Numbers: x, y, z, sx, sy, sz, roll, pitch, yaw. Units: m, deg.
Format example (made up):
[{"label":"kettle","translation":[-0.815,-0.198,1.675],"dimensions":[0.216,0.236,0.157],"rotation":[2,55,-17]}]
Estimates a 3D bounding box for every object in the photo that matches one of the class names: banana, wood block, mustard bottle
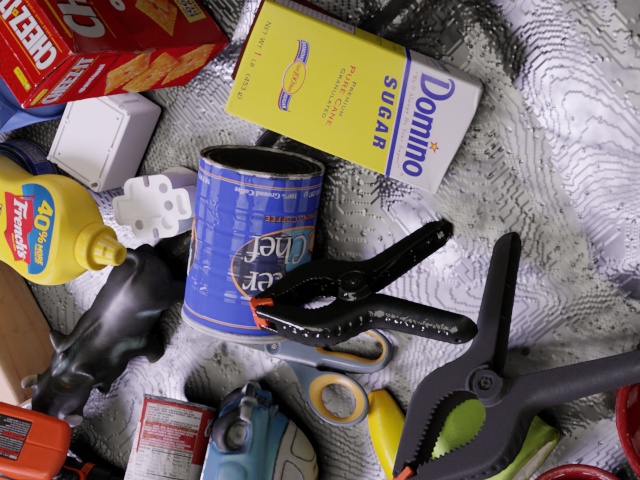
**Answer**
[{"label":"banana","translation":[0.105,0.207,0.885],"dimensions":[0.198,0.037,0.069],"rotation":[37,84,11]},{"label":"wood block","translation":[-0.340,0.070,1.033],"dimensions":[0.091,0.090,0.206],"rotation":[-30,88,26]},{"label":"mustard bottle","translation":[-0.247,-0.013,0.937],"dimensions":[0.192,0.058,0.096],"rotation":[18,102,28]}]

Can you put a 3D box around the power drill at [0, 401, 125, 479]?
[{"label":"power drill","translation":[-0.244,0.209,0.971],"dimensions":[0.184,0.188,0.057],"rotation":[11,63,8]}]

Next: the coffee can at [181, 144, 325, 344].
[{"label":"coffee can","translation":[-0.056,0.001,0.875],"dimensions":[0.103,0.102,0.140],"rotation":[15,107,22]}]

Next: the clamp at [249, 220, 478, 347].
[{"label":"clamp","translation":[0.035,0.048,0.809],"dimensions":[0.171,0.120,0.039],"rotation":[-18,128,-2]}]

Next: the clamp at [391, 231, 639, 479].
[{"label":"clamp","translation":[0.136,0.110,0.773],"dimensions":[0.165,0.036,0.210],"rotation":[34,85,41]}]

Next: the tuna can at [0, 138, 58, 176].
[{"label":"tuna can","translation":[-0.292,-0.052,1.014],"dimensions":[0.086,0.033,0.086],"rotation":[6,104,24]}]

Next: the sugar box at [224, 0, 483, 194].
[{"label":"sugar box","translation":[0.026,-0.110,0.809],"dimensions":[0.176,0.048,0.093],"rotation":[21,111,-4]}]

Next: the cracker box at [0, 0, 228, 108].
[{"label":"cracker box","translation":[-0.188,-0.195,0.833],"dimensions":[0.072,0.213,0.164],"rotation":[-39,84,27]}]

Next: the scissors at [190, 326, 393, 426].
[{"label":"scissors","translation":[-0.032,0.112,0.924],"dimensions":[0.202,0.016,0.096],"rotation":[-4,77,26]}]

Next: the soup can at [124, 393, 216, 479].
[{"label":"soup can","translation":[-0.137,0.194,0.954],"dimensions":[0.069,0.068,0.102],"rotation":[6,76,24]}]
